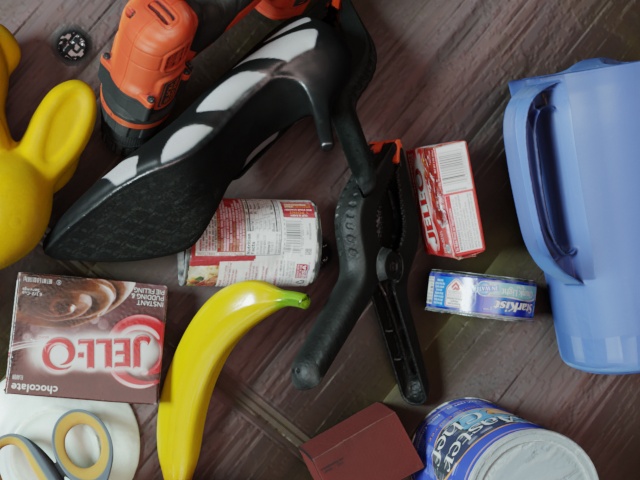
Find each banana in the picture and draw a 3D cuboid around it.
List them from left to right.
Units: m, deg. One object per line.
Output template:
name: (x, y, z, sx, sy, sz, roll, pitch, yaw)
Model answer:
banana: (-0.083, 0.099, 0.803, 0.037, 0.070, 0.198, 7, 122, -49)

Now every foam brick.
foam brick: (0.031, 0.171, 0.844, 0.078, 0.051, 0.053, -27, 96, -10)

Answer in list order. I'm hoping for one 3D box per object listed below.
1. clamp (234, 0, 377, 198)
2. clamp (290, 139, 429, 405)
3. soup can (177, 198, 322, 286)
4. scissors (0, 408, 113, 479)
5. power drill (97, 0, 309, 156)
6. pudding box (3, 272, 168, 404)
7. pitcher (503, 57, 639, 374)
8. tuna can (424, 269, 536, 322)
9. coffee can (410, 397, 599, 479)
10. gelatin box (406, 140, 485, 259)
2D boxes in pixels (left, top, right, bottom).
clamp: (0.007, -0.110, 0.813, 0.120, 0.039, 0.171, 19, 78, 13)
clamp: (0.036, 0.024, 0.816, 0.164, 0.036, 0.210, 7, 83, -54)
soup can: (-0.055, 0.001, 0.812, 0.102, 0.068, 0.068, 1, 91, -13)
scissors: (-0.152, 0.204, 0.768, 0.202, 0.016, 0.096, 42, 64, 8)
power drill: (-0.081, -0.149, 0.770, 0.057, 0.185, 0.187, 44, 63, 1)
pudding box: (-0.173, 0.074, 0.797, 0.113, 0.039, 0.090, 6, 80, -12)
pitcher: (0.222, -0.021, 0.840, 0.149, 0.145, 0.243, -8, 97, 5)
tuna can: (0.127, 0.043, 0.843, 0.086, 0.086, 0.034, 7, 88, -12)
coffee can: (0.137, 0.183, 0.821, 0.102, 0.140, 0.103, 0, 92, -12)
gelatin box: (0.097, -0.032, 0.841, 0.030, 0.073, 0.089, -12, 95, -11)
